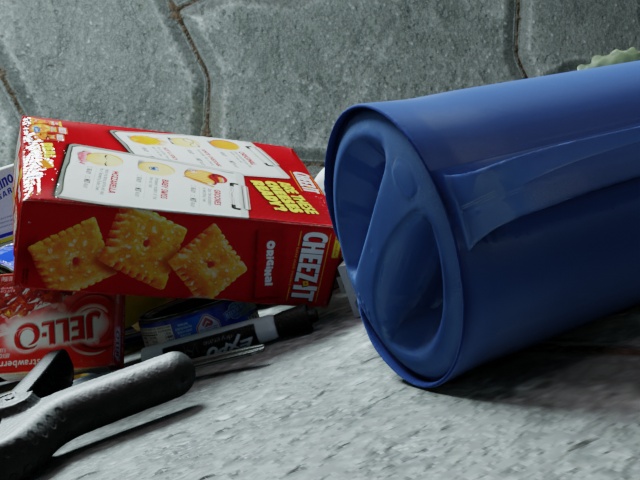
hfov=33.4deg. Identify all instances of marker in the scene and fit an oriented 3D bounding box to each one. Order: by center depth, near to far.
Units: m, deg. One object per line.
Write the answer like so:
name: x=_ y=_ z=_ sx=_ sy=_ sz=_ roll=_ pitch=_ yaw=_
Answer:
marker: x=-0.060 y=0.065 z=0.710 sx=0.121 sy=0.020 sz=0.020 roll=-16 pitch=6 yaw=5

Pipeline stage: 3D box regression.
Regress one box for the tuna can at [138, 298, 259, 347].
tuna can: x=-0.086 y=0.059 z=0.766 sx=0.086 sy=0.034 sz=0.086 roll=-16 pitch=6 yaw=2

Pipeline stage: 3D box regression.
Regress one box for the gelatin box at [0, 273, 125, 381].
gelatin box: x=-0.182 y=0.059 z=0.750 sx=0.089 sy=0.073 sz=0.030 roll=-4 pitch=-20 yaw=7

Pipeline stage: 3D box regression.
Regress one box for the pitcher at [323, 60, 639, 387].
pitcher: x=0.136 y=-0.026 z=0.517 sx=0.242 sy=0.145 sz=0.149 roll=-15 pitch=37 yaw=-20

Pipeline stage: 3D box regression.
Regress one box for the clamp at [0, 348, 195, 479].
clamp: x=-0.149 y=0.097 z=0.567 sx=0.120 sy=0.039 sz=0.171 roll=-13 pitch=14 yaw=31

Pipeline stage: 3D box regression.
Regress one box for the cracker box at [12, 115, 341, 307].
cracker box: x=-0.108 y=-0.021 z=0.760 sx=0.213 sy=0.072 sz=0.164 roll=6 pitch=23 yaw=-18

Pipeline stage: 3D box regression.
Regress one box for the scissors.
scissors: x=-0.138 y=0.093 z=0.666 sx=0.202 sy=0.016 sz=0.096 roll=-14 pitch=5 yaw=35
